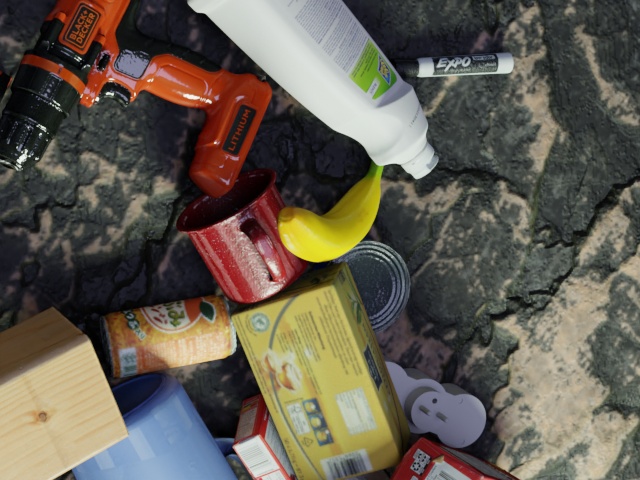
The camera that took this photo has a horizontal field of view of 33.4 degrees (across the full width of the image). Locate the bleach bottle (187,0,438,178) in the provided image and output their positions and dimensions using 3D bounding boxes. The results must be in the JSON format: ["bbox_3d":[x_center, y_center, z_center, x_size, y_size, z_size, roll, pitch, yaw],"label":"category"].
[{"bbox_3d":[0.008,-0.143,0.888,0.250,0.068,0.102,46,48,-21],"label":"bleach bottle"}]

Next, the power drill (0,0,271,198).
[{"bbox_3d":[-0.144,-0.107,0.843,0.187,0.057,0.184,29,77,-23],"label":"power drill"}]

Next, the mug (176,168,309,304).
[{"bbox_3d":[-0.056,0.001,0.877,0.093,0.117,0.081,-34,113,-12],"label":"mug"}]

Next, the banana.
[{"bbox_3d":[0.009,-0.018,0.885,0.037,0.197,0.069,1,107,23],"label":"banana"}]

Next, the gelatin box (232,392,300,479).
[{"bbox_3d":[-0.040,0.188,0.933,0.030,0.073,0.089,-26,109,14],"label":"gelatin box"}]

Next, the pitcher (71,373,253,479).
[{"bbox_3d":[-0.110,0.233,0.899,0.145,0.149,0.243,-25,103,2],"label":"pitcher"}]

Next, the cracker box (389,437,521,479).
[{"bbox_3d":[0.101,0.266,0.937,0.164,0.072,0.213,-58,152,-2],"label":"cracker box"}]

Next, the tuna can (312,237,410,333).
[{"bbox_3d":[0.035,0.040,0.955,0.086,0.034,0.086,-3,100,-18],"label":"tuna can"}]

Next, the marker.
[{"bbox_3d":[0.115,-0.156,0.957,0.121,0.020,0.020,-6,101,-18],"label":"marker"}]

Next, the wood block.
[{"bbox_3d":[-0.257,0.142,0.764,0.205,0.090,0.091,-27,114,-23],"label":"wood block"}]
